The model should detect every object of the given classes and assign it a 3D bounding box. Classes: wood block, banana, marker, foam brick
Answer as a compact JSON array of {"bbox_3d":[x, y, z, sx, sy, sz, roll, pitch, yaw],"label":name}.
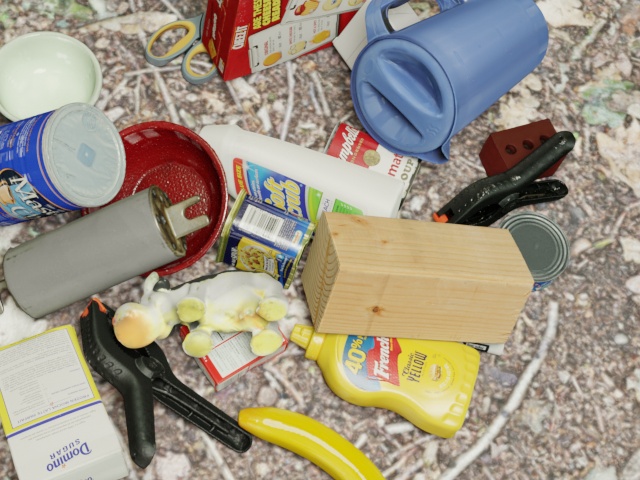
[{"bbox_3d":[0.097,0.040,1.083,0.205,0.091,0.090,5,38,-17],"label":"wood block"},{"bbox_3d":[0.008,0.220,1.043,0.198,0.037,0.069,42,44,11],"label":"banana"},{"bbox_3d":[0.135,0.100,1.133,0.121,0.020,0.020,13,64,-2],"label":"marker"},{"bbox_3d":[0.230,-0.098,1.219,0.078,0.051,0.053,-17,69,-15],"label":"foam brick"}]

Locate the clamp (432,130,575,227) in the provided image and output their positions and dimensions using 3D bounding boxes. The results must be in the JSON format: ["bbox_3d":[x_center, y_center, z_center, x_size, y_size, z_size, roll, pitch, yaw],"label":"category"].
[{"bbox_3d":[0.208,-0.050,1.182,0.171,0.120,0.039,-28,56,4],"label":"clamp"}]

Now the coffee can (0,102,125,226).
[{"bbox_3d":[-0.281,-0.074,1.070,0.141,0.102,0.102,-9,58,35],"label":"coffee can"}]

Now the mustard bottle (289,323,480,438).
[{"bbox_3d":[0.061,0.126,1.090,0.191,0.058,0.096,20,62,2],"label":"mustard bottle"}]

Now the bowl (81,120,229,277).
[{"bbox_3d":[-0.166,-0.041,1.115,0.162,0.055,0.162,-1,85,12],"label":"bowl"}]

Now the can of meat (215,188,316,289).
[{"bbox_3d":[-0.057,0.001,1.106,0.084,0.102,0.057,23,64,1],"label":"can of meat"}]

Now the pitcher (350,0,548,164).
[{"bbox_3d":[0.148,-0.206,1.181,0.145,0.149,0.242,31,43,23],"label":"pitcher"}]

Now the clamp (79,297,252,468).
[{"bbox_3d":[-0.173,0.136,1.022,0.210,0.164,0.036,45,107,19],"label":"clamp"}]

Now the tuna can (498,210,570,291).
[{"bbox_3d":[0.230,0.013,1.179,0.086,0.034,0.086,3,65,-7],"label":"tuna can"}]

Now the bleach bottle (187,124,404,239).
[{"bbox_3d":[-0.042,-0.059,1.148,0.251,0.103,0.068,20,45,8],"label":"bleach bottle"}]

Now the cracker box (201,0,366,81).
[{"bbox_3d":[-0.020,-0.281,1.196,0.213,0.164,0.072,-22,69,-22],"label":"cracker box"}]

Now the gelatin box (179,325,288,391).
[{"bbox_3d":[-0.088,0.101,1.095,0.089,0.030,0.073,-30,72,-20],"label":"gelatin box"}]

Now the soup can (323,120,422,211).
[{"bbox_3d":[0.053,-0.081,1.178,0.102,0.068,0.068,24,65,2],"label":"soup can"}]

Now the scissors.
[{"bbox_3d":[-0.115,-0.254,1.262,0.201,0.016,0.096,-37,77,-21],"label":"scissors"}]

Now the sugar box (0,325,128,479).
[{"bbox_3d":[-0.251,0.162,1.000,0.093,0.048,0.176,-20,47,-15],"label":"sugar box"}]
